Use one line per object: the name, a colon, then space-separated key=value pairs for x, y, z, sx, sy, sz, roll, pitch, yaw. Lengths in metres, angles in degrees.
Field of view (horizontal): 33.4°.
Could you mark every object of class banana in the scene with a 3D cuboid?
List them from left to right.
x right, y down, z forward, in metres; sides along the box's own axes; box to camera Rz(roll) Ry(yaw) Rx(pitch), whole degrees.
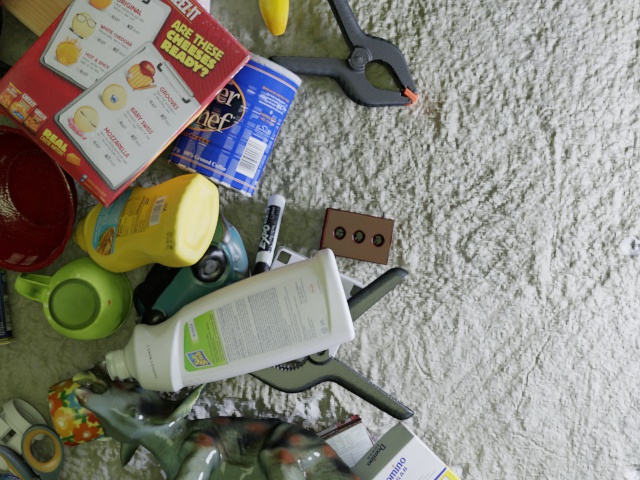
banana: x=-0.029 y=-0.329 z=1.191 sx=0.069 sy=0.037 sz=0.198 roll=28 pitch=90 yaw=-3

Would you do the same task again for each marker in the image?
marker: x=-0.058 y=0.001 z=1.173 sx=0.020 sy=0.020 sz=0.121 roll=13 pitch=54 yaw=-4

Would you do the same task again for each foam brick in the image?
foam brick: x=0.041 y=-0.005 z=1.196 sx=0.078 sy=0.051 sz=0.053 roll=10 pitch=91 yaw=-4

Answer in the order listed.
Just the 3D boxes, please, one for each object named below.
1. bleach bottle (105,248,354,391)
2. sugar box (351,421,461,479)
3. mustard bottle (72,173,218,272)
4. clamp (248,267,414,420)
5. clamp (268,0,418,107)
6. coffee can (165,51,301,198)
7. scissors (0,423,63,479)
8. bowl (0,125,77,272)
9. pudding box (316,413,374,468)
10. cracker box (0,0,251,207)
bleach bottle: x=-0.097 y=0.089 z=1.095 sx=0.251 sy=0.068 sz=0.102 roll=-15 pitch=84 yaw=-2
sugar box: x=0.112 y=0.285 z=1.177 sx=0.093 sy=0.048 sz=0.176 roll=-44 pitch=117 yaw=-3
mustard bottle: x=-0.198 y=-0.013 z=1.139 sx=0.058 sy=0.192 sz=0.096 roll=36 pitch=57 yaw=-43
clamp: x=0.004 y=0.125 z=1.146 sx=0.210 sy=0.036 sz=0.164 roll=-9 pitch=90 yaw=-5
clamp: x=0.040 y=-0.213 z=1.198 sx=0.171 sy=0.039 sz=0.120 roll=25 pitch=94 yaw=-10
coffee can: x=-0.094 y=-0.129 z=1.160 sx=0.103 sy=0.103 sz=0.140 roll=23 pitch=90 yaw=-4
scissors: x=-0.283 y=0.277 z=1.174 sx=0.096 sy=0.016 sz=0.201 roll=-47 pitch=115 yaw=-4
bowl: x=-0.320 y=-0.050 z=1.154 sx=0.162 sy=0.055 sz=0.162 roll=7 pitch=109 yaw=22
pudding box: x=0.029 y=0.266 z=1.209 sx=0.090 sy=0.039 sz=0.113 roll=-25 pitch=95 yaw=-5
cracker box: x=-0.200 y=-0.166 z=1.080 sx=0.164 sy=0.072 sz=0.214 roll=44 pitch=97 yaw=-8
